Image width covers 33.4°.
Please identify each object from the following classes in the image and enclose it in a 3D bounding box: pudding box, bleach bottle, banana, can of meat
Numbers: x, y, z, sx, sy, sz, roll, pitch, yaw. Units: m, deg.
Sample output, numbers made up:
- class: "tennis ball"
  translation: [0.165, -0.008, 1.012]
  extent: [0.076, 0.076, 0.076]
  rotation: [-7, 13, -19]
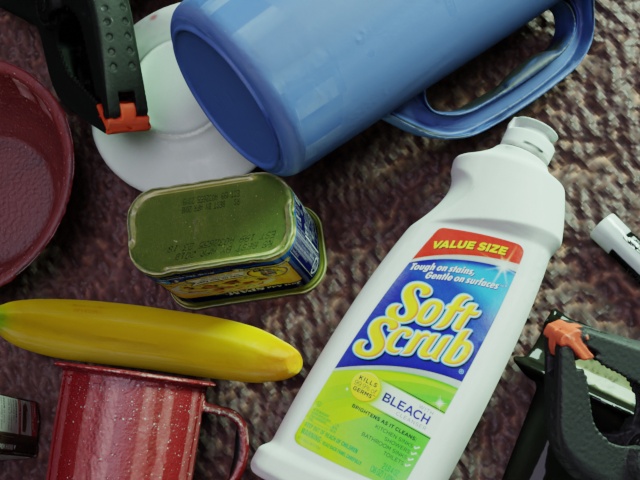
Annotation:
- class: "pudding box"
  translation: [-0.237, 0.112, 0.631]
  extent: [0.113, 0.090, 0.039]
  rotation: [-4, 76, 9]
- class: "bleach bottle"
  translation: [0.062, 0.040, 0.607]
  extent: [0.103, 0.068, 0.251]
  rotation: [25, 79, 15]
- class: "banana"
  translation: [-0.107, 0.061, 0.632]
  extent: [0.198, 0.069, 0.037]
  rotation: [6, 98, 3]
- class: "can of meat"
  translation: [-0.054, 0.001, 0.627]
  extent: [0.102, 0.084, 0.057]
  rotation: [-9, 74, 9]

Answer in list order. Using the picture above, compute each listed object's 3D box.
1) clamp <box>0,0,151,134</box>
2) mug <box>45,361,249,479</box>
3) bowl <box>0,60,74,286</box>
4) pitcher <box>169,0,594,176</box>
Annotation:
- class: "clamp"
  translation: [-0.158, -0.143, 0.657]
  extent: [0.036, 0.165, 0.210]
  rotation: [-11, 68, -33]
- class: "mug"
  translation: [-0.099, 0.117, 0.608]
  extent: [0.117, 0.093, 0.081]
  rotation: [8, 81, -6]
- class: "bowl"
  translation: [-0.223, -0.033, 0.684]
  extent: [0.162, 0.055, 0.162]
  rotation: [-3, 75, 10]
- class: "pitcher"
  translation: [0.046, -0.135, 0.594]
  extent: [0.242, 0.145, 0.149]
  rotation: [-38, 68, -17]
